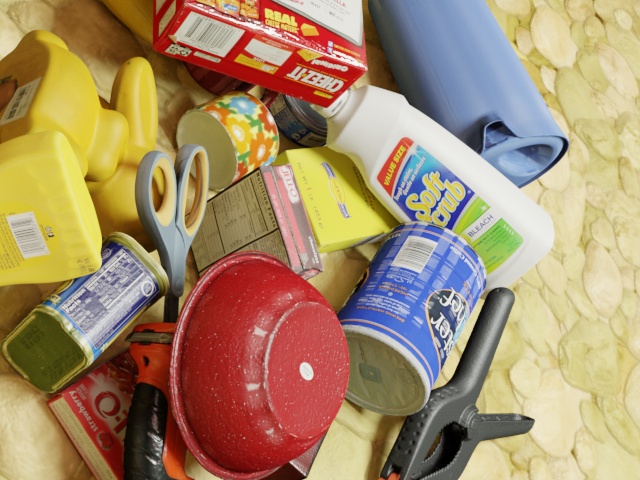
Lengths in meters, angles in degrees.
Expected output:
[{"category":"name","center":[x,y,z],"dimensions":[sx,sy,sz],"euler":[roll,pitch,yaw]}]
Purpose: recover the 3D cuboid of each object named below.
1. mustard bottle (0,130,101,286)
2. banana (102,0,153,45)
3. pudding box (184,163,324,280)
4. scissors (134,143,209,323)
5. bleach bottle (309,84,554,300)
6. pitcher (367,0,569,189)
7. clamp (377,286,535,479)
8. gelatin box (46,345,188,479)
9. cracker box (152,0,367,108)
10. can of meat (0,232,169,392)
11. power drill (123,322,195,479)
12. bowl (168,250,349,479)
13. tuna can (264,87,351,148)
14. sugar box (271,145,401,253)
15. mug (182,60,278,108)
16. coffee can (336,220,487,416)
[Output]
[{"category":"mustard bottle","center":[-0.242,-0.003,0.673],"dimensions":[0.058,0.191,0.096],"euler":[-106,-177,-53]},{"category":"banana","center":[-0.180,-0.246,0.912],"dimensions":[0.069,0.037,0.198],"euler":[-22,84,-44]},{"category":"pudding box","center":[-0.056,0.001,0.845],"dimensions":[0.039,0.114,0.090],"euler":[-5,73,-46]},{"category":"scissors","center":[-0.117,0.021,0.786],"dimensions":[0.096,0.016,0.202],"euler":[31,66,-64]},{"category":"bleach bottle","center":[0.089,-0.053,0.955],"dimensions":[0.250,0.103,0.068],"euler":[36,32,-20]},{"category":"pitcher","center":[0.140,-0.161,1.080],"dimensions":[0.144,0.149,0.243],"euler":[-6,64,-36]},{"category":"clamp","center":[0.124,0.147,0.948],"dimensions":[0.209,0.036,0.164],"euler":[-31,121,-40]},{"category":"gelatin box","center":[-0.141,0.131,0.768],"dimensions":[0.073,0.030,0.089],"euler":[-34,93,-44]},{"category":"cracker box","center":[-0.052,-0.230,0.874],"dimensions":[0.164,0.072,0.213],"euler":[14,57,-29]},{"category":"can of meat","center":[-0.164,0.052,0.737],"dimensions":[0.057,0.102,0.083],"euler":[47,50,-6]},{"category":"power drill","center":[-0.088,0.161,0.741],"dimensions":[0.184,0.057,0.187],"euler":[29,65,-46]},{"category":"bowl","center":[-0.028,0.087,0.731],"dimensions":[0.161,0.055,0.162],"euler":[3,86,-51]},{"category":"tuna can","center":[-0.010,-0.131,1.003],"dimensions":[0.086,0.034,0.086],"euler":[18,59,-33]},{"category":"sugar box","center":[0.035,-0.043,0.991],"dimensions":[0.175,0.048,0.093],"euler":[-13,79,-42]},{"category":"mug","center":[-0.067,-0.167,0.939],"dimensions":[0.093,0.082,0.117],"euler":[-9,75,-42]},{"category":"coffee can","center":[0.072,0.066,0.924],"dimensions":[0.102,0.103,0.140],"euler":[46,50,-14]}]
